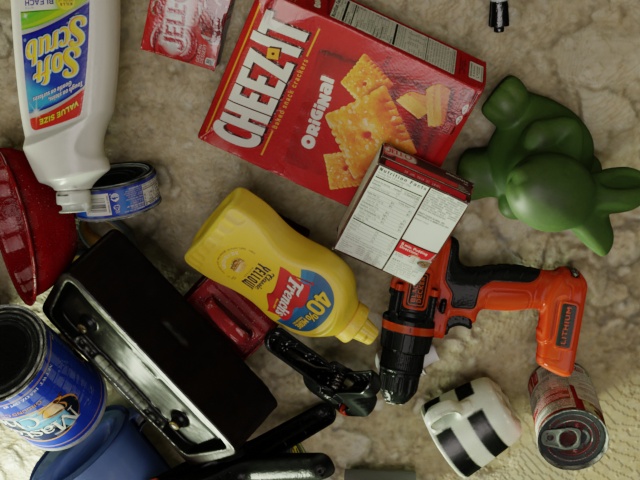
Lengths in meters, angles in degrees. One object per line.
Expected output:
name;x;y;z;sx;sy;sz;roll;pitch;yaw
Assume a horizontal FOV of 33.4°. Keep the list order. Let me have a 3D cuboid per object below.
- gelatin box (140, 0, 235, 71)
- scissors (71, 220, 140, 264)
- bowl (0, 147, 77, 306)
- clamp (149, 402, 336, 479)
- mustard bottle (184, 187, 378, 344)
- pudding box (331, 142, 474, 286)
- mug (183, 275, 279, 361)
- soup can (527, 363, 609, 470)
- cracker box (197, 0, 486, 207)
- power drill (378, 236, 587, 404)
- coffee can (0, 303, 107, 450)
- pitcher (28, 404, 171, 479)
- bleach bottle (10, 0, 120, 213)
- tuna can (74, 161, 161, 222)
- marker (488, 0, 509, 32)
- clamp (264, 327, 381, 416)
gelatin box;-0.120;-0.208;0.976;0.073;0.030;0.089;17;112;-1
scissors;-0.185;0.056;1.099;0.096;0.016;0.201;-35;105;19
bowl;-0.274;-0.021;1.023;0.055;0.162;0.162;-15;114;-26
clamp;-0.076;0.224;1.057;0.210;0.164;0.036;-20;98;-2
mustard bottle;-0.026;0.037;0.993;0.191;0.058;0.096;35;129;-12
pudding box;0.072;-0.022;0.953;0.090;0.039;0.114;25;128;-4
mug;-0.091;0.071;1.045;0.081;0.117;0.093;44;96;-7
soup can;0.243;0.171;1.059;0.068;0.102;0.068;2;112;4
cracker box;0.018;-0.124;0.962;0.213;0.072;0.164;24;123;-6
power drill;0.154;0.081;1.036;0.187;0.057;0.184;9;97;-2
coffee can;-0.287;0.138;1.060;0.103;0.103;0.140;-12;149;10
pitcher;-0.182;0.297;1.144;0.149;0.144;0.242;-22;114;36
bleach bottle;-0.219;-0.151;0.950;0.102;0.068;0.251;-3;94;9
tuna can;-0.197;-0.048;1.020;0.086;0.086;0.034;-5;110;7
marker;0.157;-0.244;0.942;0.020;0.020;0.121;-2;112;6
clamp;0.022;0.141;1.042;0.120;0.171;0.039;27;78;30
